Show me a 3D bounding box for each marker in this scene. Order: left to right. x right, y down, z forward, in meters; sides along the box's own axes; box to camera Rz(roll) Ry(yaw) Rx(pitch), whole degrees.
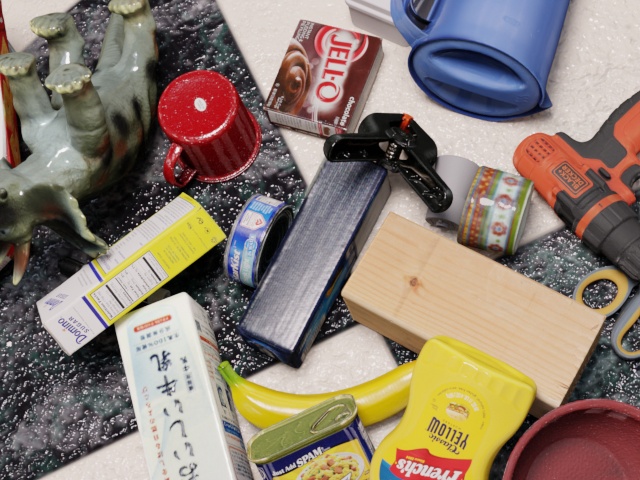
[{"bbox_3d":[-0.204,0.040,1.046,0.121,0.020,0.020,17,73,16],"label":"marker"}]

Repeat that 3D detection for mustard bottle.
[{"bbox_3d":[0.093,0.180,0.863,0.096,0.058,0.192,26,100,13],"label":"mustard bottle"}]

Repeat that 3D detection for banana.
[{"bbox_3d":[0.008,0.141,0.949,0.198,0.037,0.069,-2,113,2],"label":"banana"}]

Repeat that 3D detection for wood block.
[{"bbox_3d":[0.134,0.068,0.938,0.206,0.090,0.090,28,77,18],"label":"wood block"}]

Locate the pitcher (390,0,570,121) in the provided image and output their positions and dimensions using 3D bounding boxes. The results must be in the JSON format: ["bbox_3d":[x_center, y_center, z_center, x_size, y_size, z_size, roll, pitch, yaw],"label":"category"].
[{"bbox_3d":[0.174,-0.252,1.029,0.145,0.149,0.242,12,68,26],"label":"pitcher"}]

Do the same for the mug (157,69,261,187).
[{"bbox_3d":[-0.118,-0.106,1.053,0.093,0.081,0.117,31,77,19],"label":"mug"}]

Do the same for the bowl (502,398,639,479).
[{"bbox_3d":[0.218,0.209,0.871,0.162,0.055,0.162,1,85,-6],"label":"bowl"}]

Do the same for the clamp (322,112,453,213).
[{"bbox_3d":[0.059,-0.085,0.974,0.120,0.171,0.039,28,110,-11],"label":"clamp"}]

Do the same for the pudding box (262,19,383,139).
[{"bbox_3d":[0.005,-0.161,1.075,0.090,0.039,0.113,16,73,15],"label":"pudding box"}]

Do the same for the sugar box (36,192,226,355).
[{"bbox_3d":[-0.176,0.028,0.985,0.176,0.093,0.048,-40,108,-8],"label":"sugar box"}]

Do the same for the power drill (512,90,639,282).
[{"bbox_3d":[0.298,-0.070,0.972,0.187,0.057,0.184,-37,62,-6],"label":"power drill"}]

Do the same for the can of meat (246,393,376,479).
[{"bbox_3d":[0.000,0.193,0.912,0.102,0.057,0.084,-25,105,1],"label":"can of meat"}]

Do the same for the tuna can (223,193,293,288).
[{"bbox_3d":[-0.057,0.001,0.999,0.034,0.086,0.086,19,74,14],"label":"tuna can"}]
